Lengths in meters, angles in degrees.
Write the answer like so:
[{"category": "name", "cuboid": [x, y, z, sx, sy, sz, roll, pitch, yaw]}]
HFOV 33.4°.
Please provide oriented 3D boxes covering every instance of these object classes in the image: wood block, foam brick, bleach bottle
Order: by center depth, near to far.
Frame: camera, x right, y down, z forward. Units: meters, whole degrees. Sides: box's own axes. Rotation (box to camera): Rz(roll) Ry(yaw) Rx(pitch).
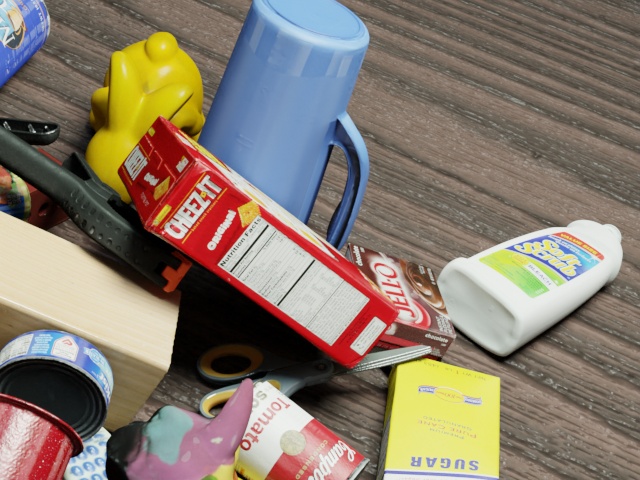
[{"category": "wood block", "cuboid": [-0.219, 0.053, 0.798, 0.206, 0.090, 0.091, 25, 35, -19]}, {"category": "foam brick", "cuboid": [-0.269, -0.041, 0.975, 0.051, 0.053, 0.078, 34, 41, 21]}, {"category": "bleach bottle", "cuboid": [0.226, 0.028, 1.075, 0.103, 0.068, 0.250, 39, 40, 24]}]

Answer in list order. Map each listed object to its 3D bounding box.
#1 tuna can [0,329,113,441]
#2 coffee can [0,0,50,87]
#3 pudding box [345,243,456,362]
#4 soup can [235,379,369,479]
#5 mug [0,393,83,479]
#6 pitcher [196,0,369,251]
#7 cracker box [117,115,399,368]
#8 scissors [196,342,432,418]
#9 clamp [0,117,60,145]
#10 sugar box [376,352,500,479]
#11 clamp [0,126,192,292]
[{"category": "tuna can", "cuboid": [-0.191, 0.105, 0.755, 0.086, 0.086, 0.033, 12, 34, -7]}, {"category": "coffee can", "cuboid": [-0.357, -0.208, 1.109, 0.103, 0.103, 0.140, 18, 37, 2]}, {"category": "pudding box", "cuboid": [0.066, 0.056, 0.973, 0.090, 0.039, 0.113, 17, 27, -18]}, {"category": "soup can", "cuboid": [-0.024, 0.160, 0.795, 0.102, 0.069, 0.068, 36, 41, 12]}, {"category": "mug", "cuboid": [-0.226, 0.159, 0.714, 0.117, 0.093, 0.081, -7, 49, 33]}, {"category": "pitcher", "cuboid": [-0.035, -0.098, 0.982, 0.149, 0.243, 0.145, 5, 36, -26]}, {"category": "cracker box", "cuboid": [-0.056, 0.001, 0.873, 0.213, 0.072, 0.164, 37, 3, -25]}, {"category": "scissors", "cuboid": [-0.015, 0.100, 0.896, 0.201, 0.016, 0.096, -20, 43, -23]}, {"category": "clamp", "cuboid": [-0.323, -0.121, 0.969, 0.172, 0.120, 0.039, -17, 14, 30]}, {"category": "sugar box", "cuboid": [0.095, 0.172, 0.854, 0.093, 0.048, 0.176, 14, 36, -1]}, {"category": "clamp", "cuboid": [-0.182, -0.030, 0.863, 0.210, 0.036, 0.164, 37, 5, 15]}]
